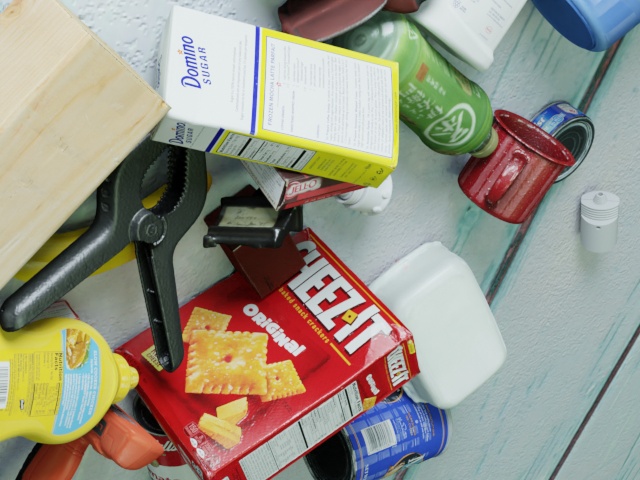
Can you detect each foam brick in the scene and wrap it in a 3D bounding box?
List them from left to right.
[{"bbox_3d":[-0.056,0.001,0.923,0.053,0.051,0.078,-37,142,-9],"label":"foam brick"}]

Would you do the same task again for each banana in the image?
[{"bbox_3d":[-0.170,-0.006,0.822,0.197,0.037,0.070,-15,134,-33],"label":"banana"}]

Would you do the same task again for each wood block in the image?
[{"bbox_3d":[-0.211,-0.053,0.694,0.206,0.091,0.090,-46,139,2],"label":"wood block"}]

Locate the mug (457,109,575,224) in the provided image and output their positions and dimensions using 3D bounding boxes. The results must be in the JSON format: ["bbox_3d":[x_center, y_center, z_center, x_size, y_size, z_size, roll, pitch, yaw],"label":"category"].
[{"bbox_3d":[0.186,-0.067,1.044,0.082,0.093,0.117,-58,176,24],"label":"mug"}]

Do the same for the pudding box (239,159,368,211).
[{"bbox_3d":[-0.021,-0.080,0.828,0.089,0.114,0.039,-16,143,-33],"label":"pudding box"}]

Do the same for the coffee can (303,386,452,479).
[{"bbox_3d":[0.061,0.212,1.184,0.140,0.103,0.103,-14,133,-34],"label":"coffee can"}]

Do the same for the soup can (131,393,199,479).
[{"bbox_3d":[-0.136,0.184,1.004,0.068,0.069,0.102,-27,139,-23],"label":"soup can"}]

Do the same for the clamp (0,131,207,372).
[{"bbox_3d":[-0.131,-0.003,0.805,0.164,0.036,0.210,33,79,-46],"label":"clamp"}]

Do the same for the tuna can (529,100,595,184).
[{"bbox_3d":[0.247,-0.102,1.123,0.086,0.034,0.086,-25,138,-25],"label":"tuna can"}]

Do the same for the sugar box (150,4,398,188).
[{"bbox_3d":[-0.030,-0.101,0.768,0.176,0.093,0.048,11,153,-17],"label":"sugar box"}]

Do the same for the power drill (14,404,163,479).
[{"bbox_3d":[-0.217,0.225,0.888,0.187,0.185,0.057,-52,143,-7],"label":"power drill"}]

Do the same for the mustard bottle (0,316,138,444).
[{"bbox_3d":[-0.210,0.105,0.804,0.191,0.058,0.096,9,83,-55],"label":"mustard bottle"}]

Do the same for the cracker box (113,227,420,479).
[{"bbox_3d":[-0.047,0.105,0.935,0.213,0.164,0.072,-33,143,-15],"label":"cracker box"}]

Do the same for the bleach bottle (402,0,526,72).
[{"bbox_3d":[0.168,-0.268,0.871,0.102,0.068,0.251,28,102,-43],"label":"bleach bottle"}]
